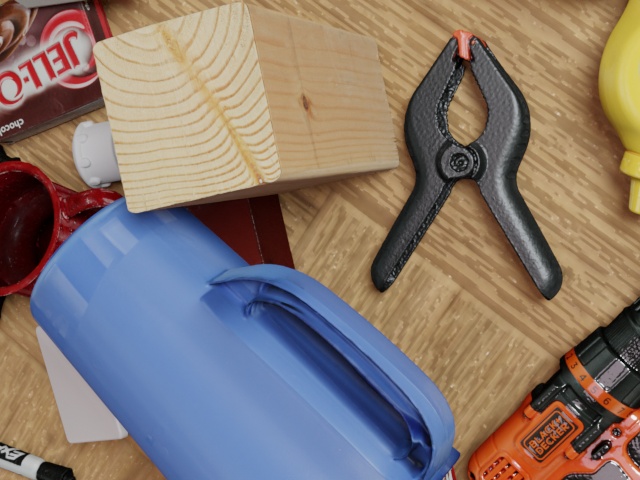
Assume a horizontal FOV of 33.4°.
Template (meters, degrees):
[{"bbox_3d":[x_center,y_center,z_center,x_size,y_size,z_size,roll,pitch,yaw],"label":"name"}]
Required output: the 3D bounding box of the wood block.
[{"bbox_3d":[-0.031,-0.074,0.620,0.090,0.205,0.091,-11,91,21],"label":"wood block"}]

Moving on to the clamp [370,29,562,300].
[{"bbox_3d":[0.100,-0.041,0.664,0.120,0.039,0.171,10,99,13],"label":"clamp"}]

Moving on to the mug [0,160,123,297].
[{"bbox_3d":[-0.185,-0.005,0.743,0.117,0.081,0.093,-27,68,17],"label":"mug"}]

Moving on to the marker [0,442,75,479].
[{"bbox_3d":[-0.242,0.168,0.825,0.121,0.020,0.020,16,101,18],"label":"marker"}]

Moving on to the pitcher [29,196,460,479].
[{"bbox_3d":[-0.044,0.080,0.601,0.149,0.145,0.243,-45,80,-2],"label":"pitcher"}]

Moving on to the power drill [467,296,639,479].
[{"bbox_3d":[0.207,0.141,0.634,0.188,0.057,0.185,46,113,13],"label":"power drill"}]

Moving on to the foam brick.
[{"bbox_3d":[-0.055,0.001,0.719,0.051,0.053,0.078,-12,91,21],"label":"foam brick"}]

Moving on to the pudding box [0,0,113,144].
[{"bbox_3d":[-0.201,-0.128,0.768,0.114,0.039,0.090,-20,88,21],"label":"pudding box"}]
